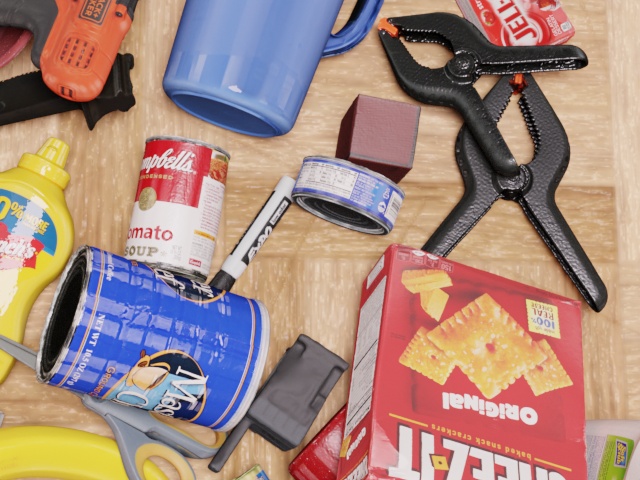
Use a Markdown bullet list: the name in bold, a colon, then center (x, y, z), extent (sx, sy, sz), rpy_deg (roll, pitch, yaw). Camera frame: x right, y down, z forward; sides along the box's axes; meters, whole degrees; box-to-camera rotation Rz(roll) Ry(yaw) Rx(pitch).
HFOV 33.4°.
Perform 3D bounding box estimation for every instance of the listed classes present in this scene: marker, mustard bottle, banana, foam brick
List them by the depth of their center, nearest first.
- **banana**: center (-0.199, 0.168, 0.777), extent (0.197, 0.037, 0.069), rpy_deg (2, 72, -33)
- **mustard bottle**: center (-0.243, 0.008, 0.812), extent (0.096, 0.058, 0.191), rpy_deg (26, 78, -4)
- **foam brick**: center (0.044, -0.077, 0.852), extent (0.053, 0.078, 0.051), rpy_deg (10, 79, -8)
- **marker**: center (-0.056, 0.001, 0.856), extent (0.020, 0.020, 0.121), rpy_deg (35, 79, -1)

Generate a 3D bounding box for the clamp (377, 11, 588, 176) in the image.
- **clamp**: center (0.118, -0.127, 0.870), extent (0.172, 0.039, 0.120), rpy_deg (21, 75, 17)

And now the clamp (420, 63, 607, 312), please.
- **clamp**: center (0.166, -0.041, 0.878), extent (0.164, 0.036, 0.210), rpy_deg (12, 78, 4)

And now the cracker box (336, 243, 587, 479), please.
- **cracker box**: center (0.106, 0.119, 0.772), extent (0.164, 0.072, 0.213), rpy_deg (18, 49, -10)

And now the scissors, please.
- **scissors**: center (-0.162, 0.135, 0.784), extent (0.201, 0.016, 0.096), rpy_deg (21, 53, -22)

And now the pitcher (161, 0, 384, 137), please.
- **pitcher**: center (-0.029, -0.206, 0.847), extent (0.149, 0.145, 0.243), rpy_deg (17, 83, 8)

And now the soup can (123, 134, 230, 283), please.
- **soup can**: center (-0.112, -0.023, 0.828), extent (0.068, 0.068, 0.102), rpy_deg (10, 79, -6)

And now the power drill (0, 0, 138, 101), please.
- **power drill**: center (-0.221, -0.212, 0.794), extent (0.187, 0.057, 0.184), rpy_deg (18, 71, -4)

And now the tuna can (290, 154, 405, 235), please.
- **tuna can**: center (0.021, -0.034, 0.838), extent (0.086, 0.086, 0.034), rpy_deg (21, 80, -4)

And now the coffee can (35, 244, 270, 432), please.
- **coffee can**: center (-0.121, 0.072, 0.773), extent (0.140, 0.103, 0.103), rpy_deg (20, 78, -22)

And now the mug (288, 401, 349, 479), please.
- **mug**: center (0.023, 0.179, 0.810), extent (0.081, 0.093, 0.117), rpy_deg (43, 115, 6)

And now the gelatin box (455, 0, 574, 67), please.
- **gelatin box**: center (0.163, -0.197, 0.910), extent (0.073, 0.030, 0.089), rpy_deg (-25, 84, -10)
